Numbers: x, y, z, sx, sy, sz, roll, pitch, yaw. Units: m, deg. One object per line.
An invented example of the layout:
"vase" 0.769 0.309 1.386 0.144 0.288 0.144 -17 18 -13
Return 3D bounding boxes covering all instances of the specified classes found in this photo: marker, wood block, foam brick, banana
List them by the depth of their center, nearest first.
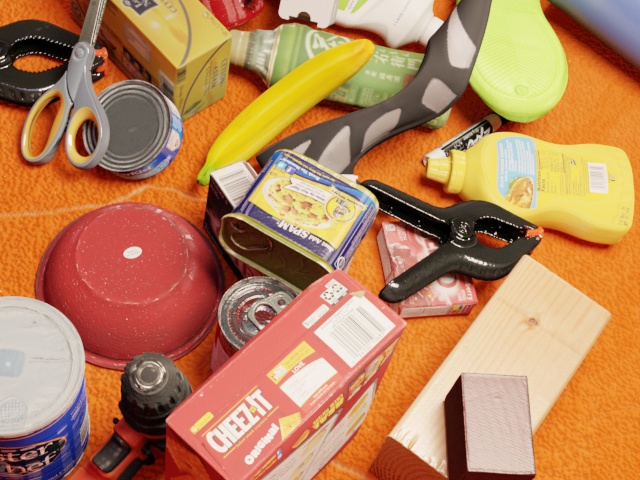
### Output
"foam brick" 0.123 0.142 0.777 0.051 0.053 0.078 5 60 -7
"wood block" 0.140 0.124 0.874 0.091 0.090 0.205 36 61 12
"banana" -0.033 -0.118 0.971 0.198 0.037 0.070 -40 28 6
"marker" 0.150 -0.103 1.044 0.121 0.020 0.020 -34 71 -25

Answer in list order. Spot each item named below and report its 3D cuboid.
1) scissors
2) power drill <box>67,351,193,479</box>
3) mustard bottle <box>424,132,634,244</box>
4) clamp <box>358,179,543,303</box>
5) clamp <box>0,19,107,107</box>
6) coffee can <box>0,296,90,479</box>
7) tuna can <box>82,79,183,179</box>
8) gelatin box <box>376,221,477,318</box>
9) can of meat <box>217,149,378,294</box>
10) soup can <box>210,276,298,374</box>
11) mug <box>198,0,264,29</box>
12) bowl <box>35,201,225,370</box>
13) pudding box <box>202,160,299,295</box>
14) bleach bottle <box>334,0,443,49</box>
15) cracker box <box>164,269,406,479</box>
"scissors" -0.199 -0.149 0.943 0.096 0.016 0.202 33 97 22
"power drill" -0.161 0.166 0.755 0.057 0.184 0.187 42 72 14
"mustard bottle" 0.193 -0.054 1.002 0.191 0.058 0.096 8 61 -6
"clamp" 0.114 0.008 0.928 0.171 0.039 0.120 6 61 -11
"clamp" -0.304 -0.156 0.985 0.210 0.036 0.164 3 60 -9
"coffee can" -0.223 0.117 0.785 0.102 0.140 0.103 4 60 -8
"tuna can" -0.167 -0.098 0.958 0.086 0.033 0.086 -4 76 15
"gelatin box" 0.095 0.024 0.957 0.073 0.030 0.089 -3 62 -12
"can of meat" -0.016 -0.014 0.838 0.102 0.057 0.083 29 59 6
"soup can" -0.052 0.082 0.857 0.068 0.102 0.068 4 60 -8
"mug" -0.094 -0.248 1.017 0.117 0.081 0.093 9 36 43
"bowl" -0.159 0.025 0.898 0.162 0.055 0.162 4 60 -8
"pudding box" -0.056 0.001 0.909 0.039 0.090 0.113 -24 67 -23
"bleach bottle" 0.012 -0.261 1.076 0.251 0.103 0.068 32 20 1
"cracker box" -0.034 0.135 0.766 0.072 0.214 0.164 41 62 15
